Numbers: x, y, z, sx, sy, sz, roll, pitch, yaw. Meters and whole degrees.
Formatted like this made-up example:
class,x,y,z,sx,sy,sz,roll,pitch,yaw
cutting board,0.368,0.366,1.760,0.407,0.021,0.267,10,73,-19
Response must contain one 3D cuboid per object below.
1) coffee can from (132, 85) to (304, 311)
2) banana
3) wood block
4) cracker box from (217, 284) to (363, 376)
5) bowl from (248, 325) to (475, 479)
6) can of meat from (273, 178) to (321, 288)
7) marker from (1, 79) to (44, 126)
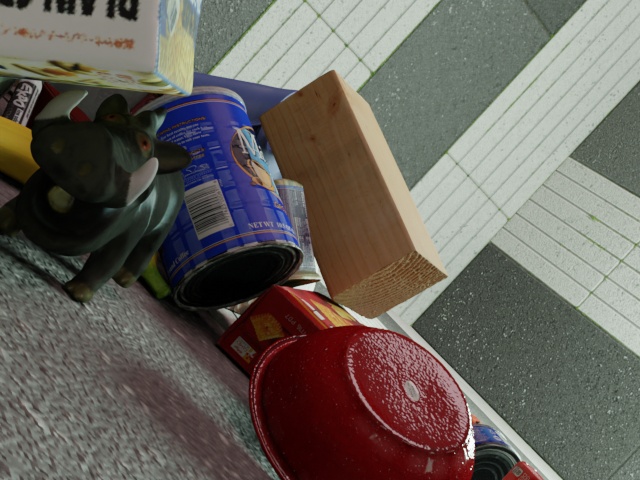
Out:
class,x,y,z,sx,sy,sz,roll,pitch,yaw
coffee can,-0.084,-0.031,0.814,0.140,0.103,0.102,68,12,22
banana,-0.174,-0.035,0.731,0.197,0.037,0.070,41,2,-35
wood block,0.029,-0.042,1.003,0.090,0.090,0.206,32,32,-59
cracker box,0.020,0.113,0.871,0.164,0.072,0.213,42,3,10
bowl,0.039,0.105,0.649,0.162,0.055,0.162,26,34,-19
can of meat,-0.056,0.001,0.888,0.057,0.102,0.084,5,73,-59
marker,-0.218,-0.100,0.780,0.020,0.020,0.121,42,28,-27
